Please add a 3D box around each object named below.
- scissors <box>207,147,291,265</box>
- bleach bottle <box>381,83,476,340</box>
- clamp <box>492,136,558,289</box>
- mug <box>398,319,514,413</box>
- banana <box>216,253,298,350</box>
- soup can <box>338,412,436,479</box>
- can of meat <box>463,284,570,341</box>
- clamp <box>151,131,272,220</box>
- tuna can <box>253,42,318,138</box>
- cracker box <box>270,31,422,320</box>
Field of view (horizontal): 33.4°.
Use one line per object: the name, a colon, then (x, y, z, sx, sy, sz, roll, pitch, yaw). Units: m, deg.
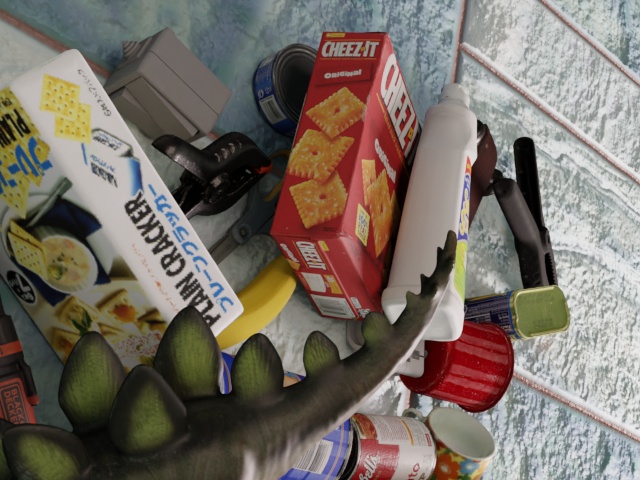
scissors: (-0.056, 0.001, 0.958, 0.096, 0.016, 0.201, 45, 52, -25)
bleach bottle: (0.111, -0.039, 1.000, 0.102, 0.068, 0.250, 61, 36, -61)
clamp: (0.239, -0.008, 1.201, 0.164, 0.036, 0.210, -59, 134, -56)
mug: (0.126, 0.108, 1.056, 0.081, 0.093, 0.117, 18, 37, -34)
banana: (-0.078, 0.056, 0.898, 0.197, 0.037, 0.069, -12, 104, -50)
soup can: (0.047, 0.190, 0.964, 0.102, 0.069, 0.068, 13, 70, -40)
can of meat: (0.202, 0.081, 1.128, 0.101, 0.084, 0.057, -5, 81, -44)
clamp: (-0.096, -0.055, 0.881, 0.039, 0.120, 0.171, 40, 42, 12)
tuna can: (-0.022, -0.142, 1.016, 0.086, 0.034, 0.086, 14, 69, -40)
cracker box: (0.032, -0.056, 0.970, 0.164, 0.072, 0.213, 61, 38, -56)
